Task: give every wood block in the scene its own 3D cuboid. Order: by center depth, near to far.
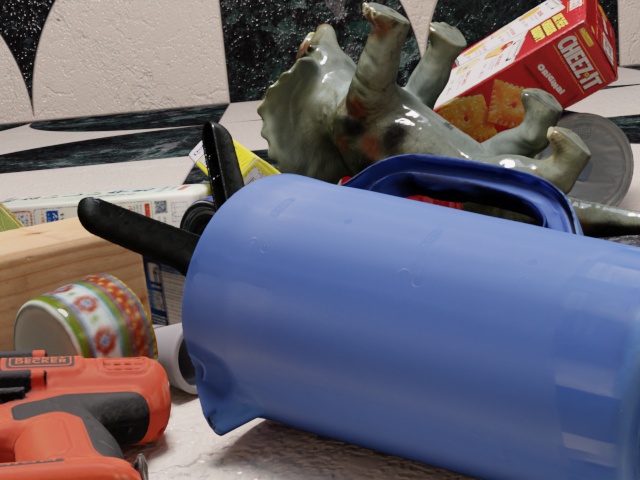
[{"bbox_3d":[-0.222,0.048,0.681,0.205,0.090,0.091,-14,14,-34],"label":"wood block"}]

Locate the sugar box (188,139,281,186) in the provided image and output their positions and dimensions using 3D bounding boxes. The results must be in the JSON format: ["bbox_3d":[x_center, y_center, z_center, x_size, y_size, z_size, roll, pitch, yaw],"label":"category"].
[{"bbox_3d":[-0.057,-0.044,0.934,0.048,0.093,0.176,-48,21,-3],"label":"sugar box"}]

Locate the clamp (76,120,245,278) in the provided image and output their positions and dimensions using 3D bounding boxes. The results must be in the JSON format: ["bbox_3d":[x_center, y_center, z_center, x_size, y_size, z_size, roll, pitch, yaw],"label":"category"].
[{"bbox_3d":[-0.054,0.001,0.676,0.120,0.171,0.039,-48,-2,-28],"label":"clamp"}]

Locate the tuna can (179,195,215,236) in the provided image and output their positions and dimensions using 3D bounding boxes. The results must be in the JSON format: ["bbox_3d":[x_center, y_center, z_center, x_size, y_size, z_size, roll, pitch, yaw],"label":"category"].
[{"bbox_3d":[-0.071,0.006,0.821,0.033,0.086,0.086,-19,18,-42],"label":"tuna can"}]

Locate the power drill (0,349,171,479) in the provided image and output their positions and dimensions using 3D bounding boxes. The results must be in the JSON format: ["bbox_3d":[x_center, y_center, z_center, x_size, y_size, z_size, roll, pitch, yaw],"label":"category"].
[{"bbox_3d":[-0.153,0.096,0.481,0.184,0.057,0.188,-3,12,-14],"label":"power drill"}]

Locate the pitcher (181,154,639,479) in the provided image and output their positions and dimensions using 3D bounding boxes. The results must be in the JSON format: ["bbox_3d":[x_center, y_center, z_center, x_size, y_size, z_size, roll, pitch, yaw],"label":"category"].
[{"bbox_3d":[0.065,0.037,0.506,0.243,0.149,0.144,10,8,41],"label":"pitcher"}]

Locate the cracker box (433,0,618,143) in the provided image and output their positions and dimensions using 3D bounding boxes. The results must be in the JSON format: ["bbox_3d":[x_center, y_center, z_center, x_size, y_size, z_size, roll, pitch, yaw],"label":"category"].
[{"bbox_3d":[0.176,-0.150,1.027,0.214,0.072,0.164,-29,17,25],"label":"cracker box"}]
